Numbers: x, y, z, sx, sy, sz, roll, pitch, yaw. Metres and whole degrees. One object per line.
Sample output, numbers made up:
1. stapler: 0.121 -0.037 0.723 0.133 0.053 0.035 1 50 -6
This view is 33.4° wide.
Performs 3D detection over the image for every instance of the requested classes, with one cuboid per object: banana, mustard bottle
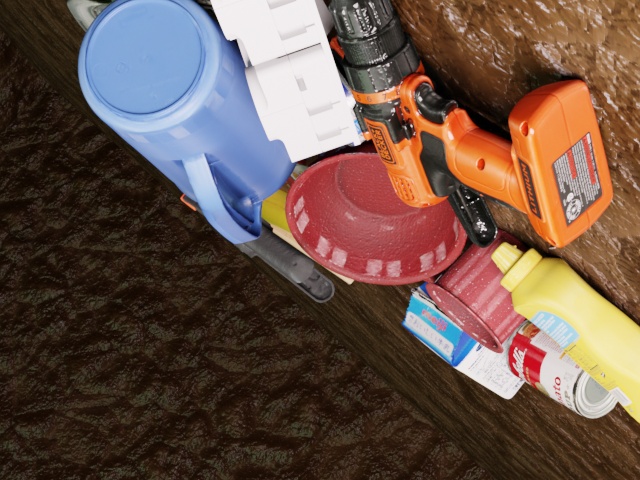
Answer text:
1. banana: -0.024 -0.018 1.109 0.197 0.037 0.070 27 164 -12
2. mustard bottle: 0.220 0.071 0.894 0.192 0.058 0.096 42 173 11

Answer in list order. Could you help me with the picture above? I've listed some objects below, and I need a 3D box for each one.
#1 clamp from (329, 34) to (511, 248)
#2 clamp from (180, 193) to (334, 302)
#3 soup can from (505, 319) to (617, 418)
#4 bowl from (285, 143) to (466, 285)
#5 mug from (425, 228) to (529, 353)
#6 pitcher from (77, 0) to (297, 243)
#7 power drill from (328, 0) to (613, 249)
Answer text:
1. clamp: 0.091 -0.085 0.802 0.210 0.036 0.165 49 163 -4
2. clamp: -0.057 0.001 1.010 0.172 0.039 0.120 38 171 25
3. soup can: 0.239 0.122 1.038 0.068 0.068 0.102 49 170 -33
4. bowl: 0.052 -0.033 0.948 0.162 0.055 0.162 8 138 7
5. mug: 0.153 0.041 0.988 0.093 0.081 0.117 47 171 -23
6. pitcher: -0.099 -0.100 0.864 0.149 0.145 0.242 32 178 14
7. power drill: 0.091 -0.082 0.687 0.188 0.057 0.184 29 153 49
